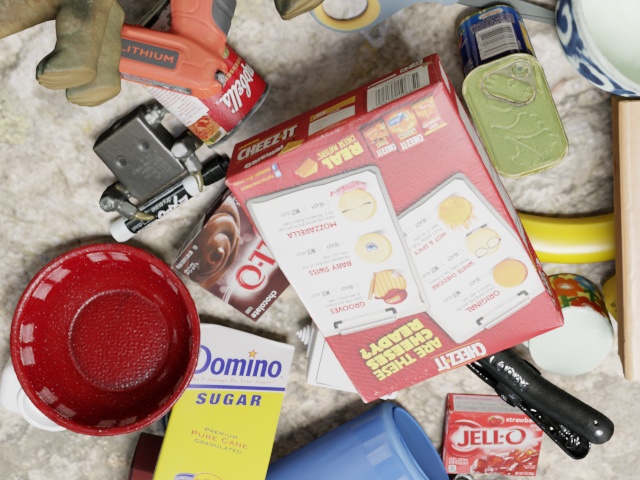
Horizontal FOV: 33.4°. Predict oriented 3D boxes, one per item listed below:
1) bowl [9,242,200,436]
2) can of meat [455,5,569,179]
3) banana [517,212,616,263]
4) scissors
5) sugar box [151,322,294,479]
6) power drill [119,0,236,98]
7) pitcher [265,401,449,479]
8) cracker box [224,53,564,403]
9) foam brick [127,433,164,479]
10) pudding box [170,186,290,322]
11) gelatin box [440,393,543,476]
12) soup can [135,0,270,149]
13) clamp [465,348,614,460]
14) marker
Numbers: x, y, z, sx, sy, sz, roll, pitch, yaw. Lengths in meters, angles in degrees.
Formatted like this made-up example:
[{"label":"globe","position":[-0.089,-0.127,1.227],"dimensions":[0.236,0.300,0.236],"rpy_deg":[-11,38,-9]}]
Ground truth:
[{"label":"bowl","position":[-0.178,0.085,0.912],"dimensions":[0.162,0.055,0.162],"rpy_deg":[0,83,3]},{"label":"can of meat","position":[0.138,-0.111,0.783],"dimensions":[0.057,0.084,0.102],"rpy_deg":[-19,127,15]},{"label":"banana","position":[0.216,-0.014,0.872],"dimensions":[0.198,0.037,0.069],"rpy_deg":[-12,98,8]},{"label":"scissors","position":[0.078,-0.173,0.799],"dimensions":[0.201,0.016,0.096],"rpy_deg":[26,119,-11]},{"label":"sugar box","position":[-0.086,0.164,0.914],"dimensions":[0.093,0.176,0.048],"rpy_deg":[14,159,-6]},{"label":"power drill","position":[-0.112,-0.202,0.727],"dimensions":[0.184,0.057,0.187],"rpy_deg":[15,90,-3]},{"label":"pitcher","position":[-0.009,0.254,0.966],"dimensions":[0.243,0.149,0.145],"rpy_deg":[-35,130,13]},{"label":"cracker box","position":[0.056,-0.005,0.768],"dimensions":[0.164,0.072,0.213],"rpy_deg":[-24,117,16]},{"label":"foam brick","position":[-0.158,0.233,1.021],"dimensions":[0.051,0.053,0.078],"rpy_deg":[13,120,-4]},{"label":"pudding box","position":[-0.056,0.001,0.891],"dimensions":[0.090,0.039,0.114],"rpy_deg":[35,116,-16]},{"label":"gelatin box","position":[0.158,0.181,0.986],"dimensions":[0.089,0.030,0.073],"rpy_deg":[2,119,1]},{"label":"soup can","position":[-0.097,-0.128,0.804],"dimensions":[0.069,0.068,0.102],"rpy_deg":[-39,110,22]},{"label":"clamp","position":[0.174,0.123,0.902],"dimensions":[0.171,0.120,0.039],"rpy_deg":[38,72,6]},{"label":"marker","position":[-0.123,-0.035,0.886],"dimensions":[0.121,0.020,0.020],"rpy_deg":[-31,114,18]}]
